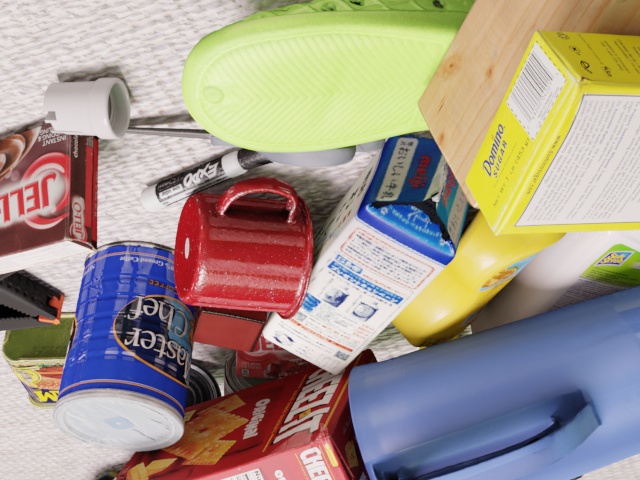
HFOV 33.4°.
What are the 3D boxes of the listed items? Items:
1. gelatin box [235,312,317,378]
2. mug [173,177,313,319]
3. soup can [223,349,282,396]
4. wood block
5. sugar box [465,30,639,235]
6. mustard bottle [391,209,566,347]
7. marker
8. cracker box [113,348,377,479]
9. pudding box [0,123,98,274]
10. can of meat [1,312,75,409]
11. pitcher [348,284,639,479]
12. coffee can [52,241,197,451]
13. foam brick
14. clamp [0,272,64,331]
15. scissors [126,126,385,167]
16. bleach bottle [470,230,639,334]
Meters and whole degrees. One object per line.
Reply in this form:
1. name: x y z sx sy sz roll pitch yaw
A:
1. gelatin box: -0.030 0.088 0.942 0.089 0.030 0.073 3 128 -1
2. mug: -0.055 0.001 0.770 0.081 0.093 0.117 5 136 -21
3. soup can: -0.058 0.145 1.012 0.068 0.068 0.102 4 145 -1
4. wood block: 0.144 -0.115 0.536 0.090 0.090 0.206 6 133 -28
5. sugar box: 0.167 -0.050 0.514 0.176 0.048 0.093 -3 137 -25
6. mustard bottle: 0.126 0.004 0.772 0.096 0.058 0.192 -30 165 -37
7. marker: -0.081 -0.048 0.774 0.121 0.020 0.020 -20 139 31
8. cracker box: -0.056 0.175 0.872 0.214 0.164 0.072 -21 102 19
9. pudding box: -0.210 -0.027 0.751 0.114 0.090 0.039 -14 157 26
10. can of meat: -0.234 0.111 0.990 0.102 0.057 0.084 -2 143 8
11. pitcher: 0.149 0.121 0.766 0.243 0.149 0.145 -21 141 14
12. coffee can: -0.154 0.087 0.871 0.103 0.140 0.103 3 146 2
13. foam brick: -0.069 0.040 0.851 0.051 0.078 0.053 12 144 -9
14. clamp: -0.326 0.037 0.906 0.210 0.036 0.165 7 146 -8
15. scissors: -0.058 -0.065 0.701 0.202 0.096 0.016 0 107 3
16. bleach bottle: 0.215 0.016 0.802 0.102 0.068 0.251 7 143 -24
